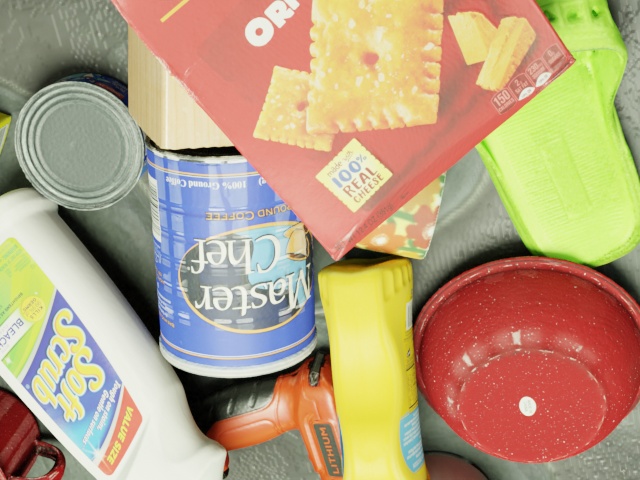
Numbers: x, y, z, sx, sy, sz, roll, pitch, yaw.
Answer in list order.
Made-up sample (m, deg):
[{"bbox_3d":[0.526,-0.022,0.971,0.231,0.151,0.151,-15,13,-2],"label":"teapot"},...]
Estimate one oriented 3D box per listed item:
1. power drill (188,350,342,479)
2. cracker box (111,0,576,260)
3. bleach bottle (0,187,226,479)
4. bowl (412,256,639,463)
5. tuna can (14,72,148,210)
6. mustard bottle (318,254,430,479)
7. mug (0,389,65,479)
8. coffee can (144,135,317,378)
[{"bbox_3d":[-0.061,0.161,0.757,0.188,0.057,0.184,-12,109,11],"label":"power drill"},{"bbox_3d":[0.002,-0.122,0.533,0.164,0.072,0.213,-39,112,5],"label":"cracker box"},{"bbox_3d":[-0.139,0.088,0.693,0.251,0.068,0.103,46,105,9],"label":"bleach bottle"},{"bbox_3d":[0.136,0.092,0.693,0.162,0.055,0.162,5,121,7],"label":"bowl"},{"bbox_3d":[-0.152,-0.065,0.696,0.086,0.033,0.086,2,111,6],"label":"tuna can"},{"bbox_3d":[0.037,0.108,0.680,0.058,0.096,0.191,-5,93,10],"label":"mustard bottle"},{"bbox_3d":[-0.241,0.158,0.765,0.117,0.081,0.093,3,111,6],"label":"mug"},{"bbox_3d":[-0.054,0.001,0.672,0.103,0.102,0.140,1,110,6],"label":"coffee can"}]
